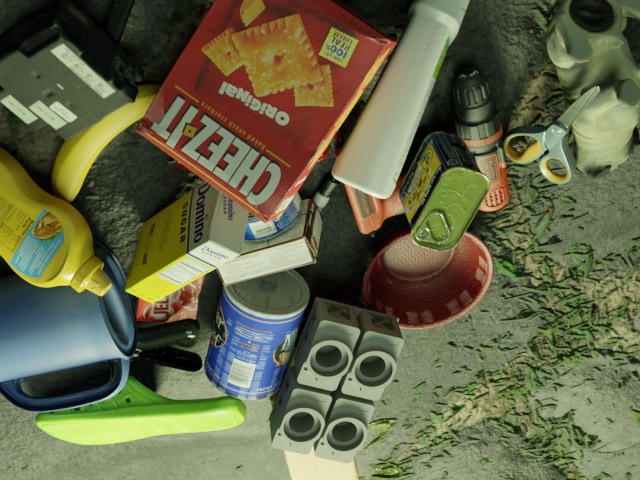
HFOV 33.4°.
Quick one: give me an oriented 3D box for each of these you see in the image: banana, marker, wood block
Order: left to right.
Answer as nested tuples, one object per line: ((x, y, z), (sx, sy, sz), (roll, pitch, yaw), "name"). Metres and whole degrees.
((-0.229, -0.107, 1.127), (0.198, 0.037, 0.069), (-36, 130, 18), "banana")
((-0.011, -0.031, 1.244), (0.020, 0.020, 0.121), (18, 122, -24), "marker")
((-0.009, 0.242, 1.414), (0.091, 0.090, 0.206), (-12, 129, -1), "wood block")

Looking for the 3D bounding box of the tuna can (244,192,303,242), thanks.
((-0.064, -0.039, 1.184), (0.086, 0.086, 0.033), (-20, 127, 5), "tuna can")

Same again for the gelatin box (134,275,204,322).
((-0.180, 0.059, 1.274), (0.073, 0.030, 0.089), (5, 126, -15), "gelatin box")

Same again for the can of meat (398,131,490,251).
((0.128, -0.054, 1.138), (0.057, 0.084, 0.102), (15, 121, -20), "can of meat")

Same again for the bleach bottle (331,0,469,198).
((0.091, -0.169, 1.092), (0.068, 0.102, 0.251), (24, 98, 3), "bleach bottle")

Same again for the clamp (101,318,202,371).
((-0.222, 0.123, 1.294), (0.171, 0.039, 0.120), (4, 143, -12), "clamp")

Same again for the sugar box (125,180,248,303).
((-0.143, -0.003, 1.149), (0.048, 0.093, 0.177), (26, 145, -27), "sugar box")

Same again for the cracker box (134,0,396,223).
((-0.054, -0.150, 1.033), (0.164, 0.072, 0.214), (35, 102, 4), "cracker box")

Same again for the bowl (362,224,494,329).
((0.125, 0.031, 1.295), (0.162, 0.055, 0.162), (-6, 130, -7), "bowl")

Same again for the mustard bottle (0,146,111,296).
((-0.299, -0.008, 1.125), (0.191, 0.058, 0.096), (39, 111, 2), "mustard bottle")

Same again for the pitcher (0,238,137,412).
((-0.336, 0.108, 1.214), (0.243, 0.149, 0.145), (-16, 130, 5), "pitcher")

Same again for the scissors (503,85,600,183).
((0.268, -0.108, 1.150), (0.096, 0.202, 0.016), (39, 69, -12), "scissors")

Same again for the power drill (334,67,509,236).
((0.115, -0.092, 1.196), (0.187, 0.057, 0.184), (-16, 126, 3), "power drill")

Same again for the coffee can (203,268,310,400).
((-0.078, 0.107, 1.285), (0.102, 0.103, 0.140), (6, 127, -15), "coffee can")

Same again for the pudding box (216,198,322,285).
((-0.058, 0.001, 1.202), (0.114, 0.090, 0.039), (-17, 119, 15), "pudding box")
